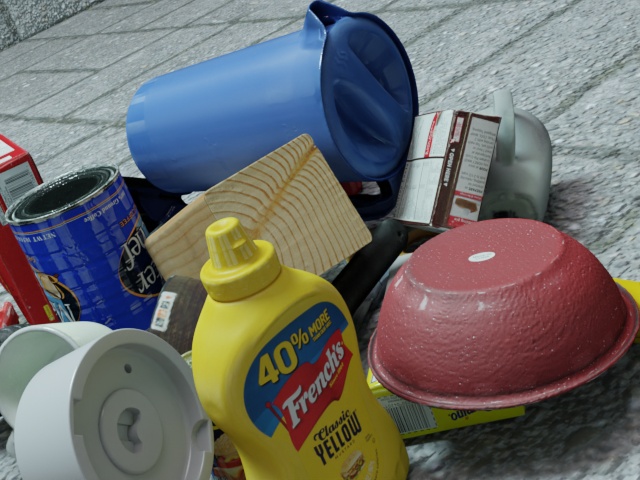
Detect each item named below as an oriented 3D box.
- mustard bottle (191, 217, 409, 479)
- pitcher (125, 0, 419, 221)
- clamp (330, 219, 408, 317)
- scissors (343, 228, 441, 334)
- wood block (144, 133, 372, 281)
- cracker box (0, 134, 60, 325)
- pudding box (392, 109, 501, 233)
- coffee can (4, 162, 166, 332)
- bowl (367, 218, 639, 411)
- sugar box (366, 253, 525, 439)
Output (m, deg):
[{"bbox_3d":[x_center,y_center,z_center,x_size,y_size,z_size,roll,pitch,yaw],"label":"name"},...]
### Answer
[{"bbox_3d":[-0.018,0.074,0.572,0.096,0.191,0.058,-37,27,-32],"label":"mustard bottle"},{"bbox_3d":[-0.044,-0.095,0.906,0.243,0.149,0.144,-5,-14,39],"label":"pitcher"},{"bbox_3d":[0.004,0.055,0.750,0.120,0.039,0.171,-47,12,38],"label":"clamp"},{"bbox_3d":[0.054,0.035,0.819,0.096,0.016,0.201,-17,24,10],"label":"scissors"},{"bbox_3d":[-0.056,0.001,0.805,0.090,0.090,0.206,-33,3,-21],"label":"wood block"},{"bbox_3d":[-0.311,-0.018,1.065,0.072,0.164,0.214,-28,24,-20],"label":"cracker box"},{"bbox_3d":[0.093,-0.051,0.806,0.039,0.090,0.113,12,1,-9],"label":"pudding box"},{"bbox_3d":[-0.190,0.019,0.908,0.103,0.140,0.103,-18,23,8],"label":"coffee can"},{"bbox_3d":[0.100,0.031,0.622,0.162,0.055,0.162,-13,24,6],"label":"bowl"},{"bbox_3d":[0.086,0.058,0.705,0.093,0.048,0.176,-14,21,17],"label":"sugar box"}]
